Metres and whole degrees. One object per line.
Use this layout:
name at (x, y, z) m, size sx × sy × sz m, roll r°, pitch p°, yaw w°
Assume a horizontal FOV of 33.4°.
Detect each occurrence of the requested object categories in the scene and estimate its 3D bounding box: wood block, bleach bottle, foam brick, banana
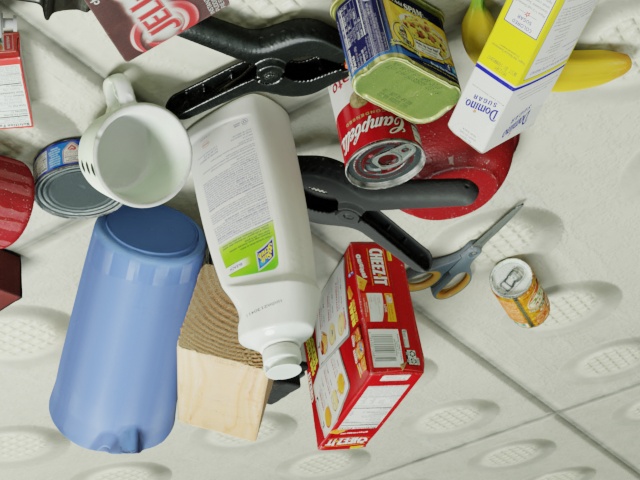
wood block at (-0.089, 0.116, 1.061) m, size 0.090 × 0.090 × 0.206 m, roll 15°, pitch 151°, yaw 1°
bleach bottle at (-0.056, 0.001, 0.906) m, size 0.103 × 0.251 × 0.068 m, roll -29°, pitch 145°, yaw 28°
foam brick at (-0.347, 0.045, 1.083) m, size 0.078 × 0.053 × 0.051 m, roll -30°, pitch 145°, yaw 28°
banana at (0.187, -0.160, 0.924) m, size 0.197 × 0.037 × 0.070 m, roll 14°, pitch 142°, yaw -36°

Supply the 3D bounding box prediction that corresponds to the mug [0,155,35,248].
mug at (-0.310, -0.039, 0.931) m, size 0.117 × 0.093 × 0.081 m, roll 4°, pitch 172°, yaw 45°

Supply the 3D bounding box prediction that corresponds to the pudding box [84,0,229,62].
pudding box at (-0.123, -0.186, 0.750) m, size 0.090 × 0.039 × 0.113 m, roll -30°, pitch 153°, yaw -1°

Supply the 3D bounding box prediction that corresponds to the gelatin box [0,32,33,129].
gelatin box at (-0.270, -0.124, 0.847) m, size 0.073 × 0.030 × 0.089 m, roll -6°, pitch 150°, yaw -10°

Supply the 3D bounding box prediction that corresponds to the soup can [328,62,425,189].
soup can at (0.046, -0.104, 0.909) m, size 0.068 × 0.102 × 0.068 m, roll -8°, pitch 150°, yaw -5°

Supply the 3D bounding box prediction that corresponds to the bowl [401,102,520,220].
bowl at (0.122, -0.067, 1.044) m, size 0.162 × 0.055 × 0.162 m, roll -8°, pitch 149°, yaw -5°

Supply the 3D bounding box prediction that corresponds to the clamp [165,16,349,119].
clamp at (-0.049, -0.152, 0.864) m, size 0.171 × 0.039 × 0.120 m, roll -12°, pitch 155°, yaw -4°

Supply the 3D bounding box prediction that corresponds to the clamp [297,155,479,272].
clamp at (0.035, -0.031, 1.025) m, size 0.210 × 0.036 × 0.165 m, roll 14°, pitch 151°, yaw 3°

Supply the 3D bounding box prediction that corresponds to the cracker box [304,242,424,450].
cracker box at (0.044, 0.126, 1.236) m, size 0.072 × 0.164 × 0.214 m, roll 2°, pitch 147°, yaw -17°

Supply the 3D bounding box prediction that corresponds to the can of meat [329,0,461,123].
can of meat at (0.062, -0.151, 0.854) m, size 0.101 × 0.084 × 0.058 m, roll 19°, pitch 138°, yaw -41°

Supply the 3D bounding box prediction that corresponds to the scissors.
scissors at (0.155, 0.015, 1.230) m, size 0.096 × 0.016 × 0.202 m, roll -2°, pitch 148°, yaw -15°

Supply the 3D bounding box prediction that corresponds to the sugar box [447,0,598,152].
sugar box at (0.167, -0.159, 0.833) m, size 0.093 × 0.048 × 0.176 m, roll -29°, pitch 152°, yaw -47°

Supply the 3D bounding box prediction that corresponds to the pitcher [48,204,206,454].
pitcher at (-0.194, 0.080, 1.078) m, size 0.149 × 0.144 × 0.243 m, roll 27°, pitch 122°, yaw 16°

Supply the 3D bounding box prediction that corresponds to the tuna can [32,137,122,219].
tuna can at (-0.218, -0.056, 0.973) m, size 0.086 × 0.034 × 0.086 m, roll -8°, pitch 149°, yaw -5°
